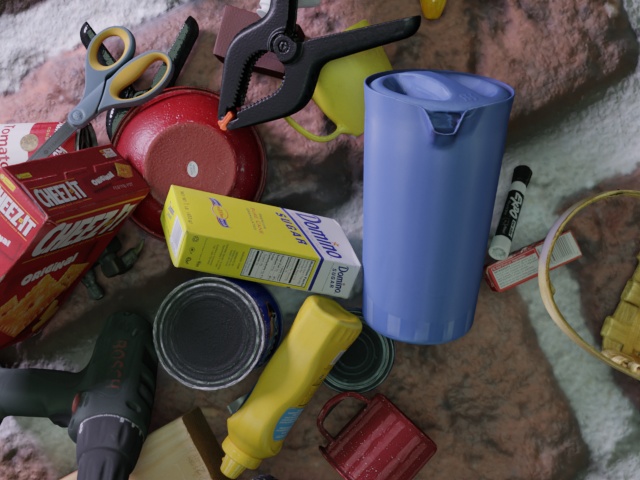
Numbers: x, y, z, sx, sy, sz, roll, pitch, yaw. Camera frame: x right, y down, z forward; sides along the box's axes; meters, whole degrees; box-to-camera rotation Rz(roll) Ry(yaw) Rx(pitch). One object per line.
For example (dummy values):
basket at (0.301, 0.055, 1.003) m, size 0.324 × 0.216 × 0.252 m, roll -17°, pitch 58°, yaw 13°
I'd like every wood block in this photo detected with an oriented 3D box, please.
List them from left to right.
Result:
wood block at (-0.198, 0.255, 1.054) m, size 0.206 × 0.091 × 0.090 m, roll -28°, pitch 86°, yaw 4°

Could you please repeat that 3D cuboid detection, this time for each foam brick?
foam brick at (-0.061, -0.197, 1.071) m, size 0.078 × 0.051 × 0.053 m, roll 17°, pitch 91°, yaw 5°

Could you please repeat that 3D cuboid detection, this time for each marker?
marker at (0.184, -0.030, 1.029) m, size 0.020 × 0.020 × 0.121 m, roll 21°, pitch 51°, yaw 5°

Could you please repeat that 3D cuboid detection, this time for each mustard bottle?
mustard bottle at (-0.036, 0.144, 1.007) m, size 0.058 × 0.096 × 0.192 m, roll 34°, pitch 97°, yaw 10°

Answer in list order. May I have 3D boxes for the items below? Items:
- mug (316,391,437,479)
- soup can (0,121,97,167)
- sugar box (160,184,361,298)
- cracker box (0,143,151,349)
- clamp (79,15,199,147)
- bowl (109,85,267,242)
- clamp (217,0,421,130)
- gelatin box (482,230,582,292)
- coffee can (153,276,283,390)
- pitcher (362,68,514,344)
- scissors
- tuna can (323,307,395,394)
mug at (0.050, 0.195, 1.034) m, size 0.117 × 0.093 × 0.081 m, roll 43°, pitch 88°, yaw -3°
soup can at (-0.283, -0.086, 1.080) m, size 0.102 × 0.068 × 0.068 m, roll -1°, pitch 89°, yaw 5°
sugar box at (-0.057, 0.001, 1.009) m, size 0.176 × 0.093 × 0.048 m, roll 9°, pitch 118°, yaw -22°
cracker box at (-0.274, 0.017, 0.993) m, size 0.072 × 0.164 × 0.214 m, roll 46°, pitch 116°, yaw 8°
clamp at (-0.190, -0.148, 1.087) m, size 0.120 × 0.039 × 0.171 m, roll 6°, pitch 90°, yaw 6°
bowl at (-0.130, -0.072, 1.053) m, size 0.162 × 0.055 × 0.162 m, roll -1°, pitch 96°, yaw -9°
clamp at (-0.018, -0.177, 0.988) m, size 0.164 × 0.036 × 0.210 m, roll 38°, pitch 109°, yaw 12°
gelatin box at (0.202, 0.020, 1.032) m, size 0.089 × 0.073 × 0.030 m, roll -24°, pitch 87°, yaw 4°
coffee can at (-0.094, 0.085, 1.023) m, size 0.103 × 0.140 × 0.103 m, roll 0°, pitch 89°, yaw 5°
pitcher at (0.100, -0.036, 0.995) m, size 0.145 × 0.148 × 0.243 m, roll 24°, pitch 120°, yaw 40°
scissors at (-0.240, -0.139, 1.047) m, size 0.201 × 0.016 × 0.096 m, roll -31°, pitch 76°, yaw -7°
tuna can at (0.032, 0.110, 1.065) m, size 0.086 × 0.033 × 0.086 m, roll 0°, pitch 89°, yaw 5°
